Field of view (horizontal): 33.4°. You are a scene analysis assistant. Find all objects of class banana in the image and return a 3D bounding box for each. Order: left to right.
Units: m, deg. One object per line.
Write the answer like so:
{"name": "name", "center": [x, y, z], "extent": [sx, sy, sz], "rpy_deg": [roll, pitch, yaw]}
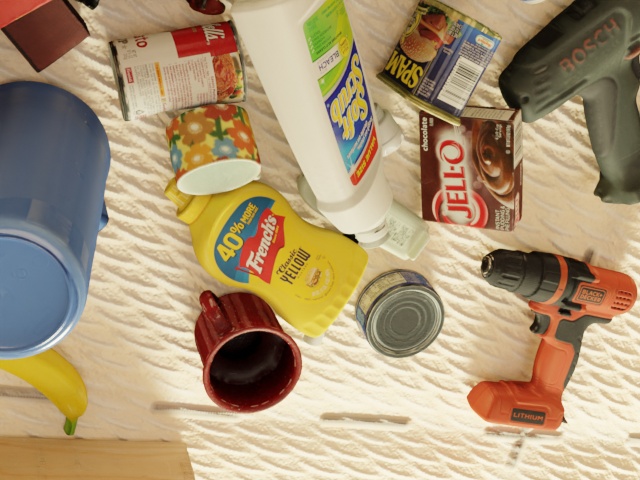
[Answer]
{"name": "banana", "center": [-0.278, 0.113, 0.962], "extent": [0.070, 0.037, 0.197], "rpy_deg": [-46, 119, 8]}

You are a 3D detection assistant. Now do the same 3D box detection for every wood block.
{"name": "wood block", "center": [-0.229, 0.249, 1.014], "extent": [0.205, 0.090, 0.091], "rpy_deg": [6, 113, -20]}

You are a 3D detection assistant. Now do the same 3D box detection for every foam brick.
{"name": "foam brick", "center": [-0.225, -0.180, 0.826], "extent": [0.051, 0.053, 0.078], "rpy_deg": [-36, 121, 2]}

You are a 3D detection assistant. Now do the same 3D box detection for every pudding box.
{"name": "pudding box", "center": [0.139, -0.068, 0.979], "extent": [0.090, 0.039, 0.113], "rpy_deg": [8, 118, 24]}

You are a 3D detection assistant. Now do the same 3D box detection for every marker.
{"name": "marker", "center": [0.010, 0.047, 1.031], "extent": [0.020, 0.020, 0.121], "rpy_deg": [11, 111, -22]}

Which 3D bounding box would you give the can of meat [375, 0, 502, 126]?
{"name": "can of meat", "center": [0.102, -0.156, 0.914], "extent": [0.057, 0.102, 0.084], "rpy_deg": [22, 105, -26]}

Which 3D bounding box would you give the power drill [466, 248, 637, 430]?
{"name": "power drill", "center": [0.220, 0.101, 1.103], "extent": [0.184, 0.057, 0.188], "rpy_deg": [12, 111, -23]}

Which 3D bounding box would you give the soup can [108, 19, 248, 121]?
{"name": "soup can", "center": [-0.117, -0.138, 0.873], "extent": [0.102, 0.068, 0.068], "rpy_deg": [-12, 118, -11]}

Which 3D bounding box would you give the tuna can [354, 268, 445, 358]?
{"name": "tuna can", "center": [0.079, 0.074, 1.058], "extent": [0.086, 0.034, 0.086], "rpy_deg": [-7, 117, -14]}

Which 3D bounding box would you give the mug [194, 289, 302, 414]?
{"name": "mug", "center": [-0.078, 0.092, 0.989], "extent": [0.093, 0.081, 0.117], "rpy_deg": [-35, 121, 1]}

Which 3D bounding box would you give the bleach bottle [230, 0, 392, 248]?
{"name": "bleach bottle", "center": [0.011, -0.107, 0.907], "extent": [0.102, 0.068, 0.251], "rpy_deg": [-51, 129, -40]}

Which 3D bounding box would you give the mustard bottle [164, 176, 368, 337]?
{"name": "mustard bottle", "center": [-0.056, 0.001, 0.957], "extent": [0.191, 0.058, 0.096], "rpy_deg": [34, 89, -19]}

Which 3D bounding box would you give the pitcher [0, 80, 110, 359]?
{"name": "pitcher", "center": [-0.232, -0.025, 0.790], "extent": [0.149, 0.243, 0.145], "rpy_deg": [1, 117, -11]}
